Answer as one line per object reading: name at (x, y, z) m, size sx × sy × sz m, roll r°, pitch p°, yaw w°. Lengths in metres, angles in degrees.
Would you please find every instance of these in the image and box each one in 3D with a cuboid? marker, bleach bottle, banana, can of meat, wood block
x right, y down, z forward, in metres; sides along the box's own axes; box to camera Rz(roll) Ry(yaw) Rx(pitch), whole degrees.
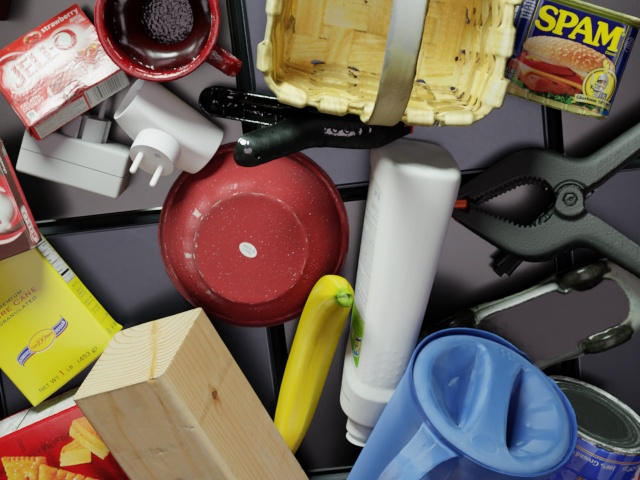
marker at (0.190, -0.015, 0.893) m, size 0.020 × 0.020 × 0.121 m, roll 43°, pitch 98°, yaw -9°
bleach bottle at (0.056, 0.049, 0.874) m, size 0.068 × 0.102 × 0.251 m, roll 8°, pitch 110°, yaw -6°
banana at (-0.008, 0.095, 0.882) m, size 0.037 × 0.069 × 0.198 m, roll 19°, pitch 127°, yaw 3°
can of meat at (0.192, -0.148, 0.846) m, size 0.102 × 0.057 × 0.084 m, roll 16°, pitch 103°, yaw -4°
wood block at (-0.094, 0.169, 0.860) m, size 0.090 × 0.090 × 0.206 m, roll -18°, pitch 115°, yaw 25°

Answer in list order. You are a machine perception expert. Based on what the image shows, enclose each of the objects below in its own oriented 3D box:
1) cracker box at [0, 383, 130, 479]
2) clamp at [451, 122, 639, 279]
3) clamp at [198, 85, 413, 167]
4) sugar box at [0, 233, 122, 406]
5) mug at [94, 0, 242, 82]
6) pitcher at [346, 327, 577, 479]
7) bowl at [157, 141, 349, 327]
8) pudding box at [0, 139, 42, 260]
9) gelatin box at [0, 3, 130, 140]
cracker box at (-0.231, 0.228, 0.911) m, size 0.214 × 0.072 × 0.164 m, roll -24°, pitch 101°, yaw 5°
clamp at (0.207, -0.020, 0.855) m, size 0.210 × 0.036 × 0.164 m, roll -8°, pitch 77°, yaw 13°
clamp at (-0.011, -0.098, 0.841) m, size 0.171 × 0.120 × 0.039 m, roll -8°, pitch 127°, yaw -28°
sugar box at (-0.256, 0.040, 0.884) m, size 0.093 × 0.048 × 0.176 m, roll -38°, pitch 101°, yaw 7°
mug at (-0.111, -0.165, 0.825) m, size 0.117 × 0.081 × 0.093 m, roll 31°, pitch 100°, yaw -7°
pitcher at (0.079, 0.196, 0.835) m, size 0.149 × 0.145 × 0.243 m, roll 14°, pitch 130°, yaw -15°
bowl at (-0.056, 0.001, 0.875) m, size 0.162 × 0.055 × 0.162 m, roll 0°, pitch 102°, yaw 0°
pudding box at (-0.286, -0.019, 0.831) m, size 0.113 × 0.039 × 0.090 m, roll -20°, pitch 99°, yaw 5°
gelatin box at (-0.206, -0.131, 0.831) m, size 0.089 × 0.030 × 0.073 m, roll -34°, pitch 72°, yaw -11°
